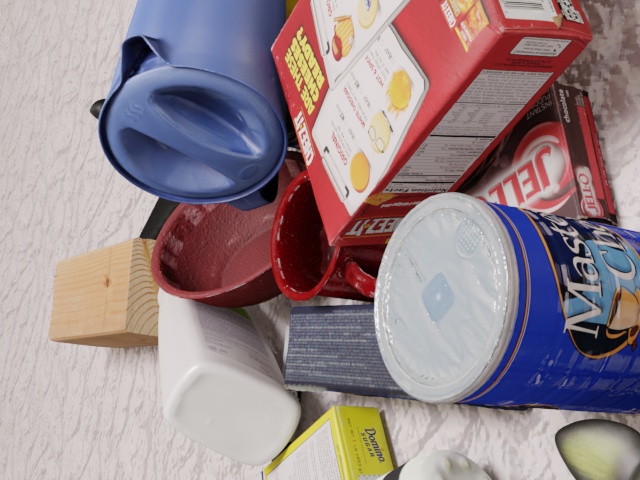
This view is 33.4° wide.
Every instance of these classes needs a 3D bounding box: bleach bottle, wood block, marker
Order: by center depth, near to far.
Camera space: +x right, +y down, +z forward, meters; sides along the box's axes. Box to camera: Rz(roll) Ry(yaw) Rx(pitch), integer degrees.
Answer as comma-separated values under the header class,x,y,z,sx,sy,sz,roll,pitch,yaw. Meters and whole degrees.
class,x,y,z,sx,sy,sz,roll,pitch,yaw
marker,-0.025,0.129,0.861,0.020,0.020,0.121,1,83,58
bleach bottle,-0.085,0.083,0.888,0.068,0.102,0.251,-56,19,12
wood block,-0.195,0.058,1.080,0.207,0.090,0.091,-12,72,56

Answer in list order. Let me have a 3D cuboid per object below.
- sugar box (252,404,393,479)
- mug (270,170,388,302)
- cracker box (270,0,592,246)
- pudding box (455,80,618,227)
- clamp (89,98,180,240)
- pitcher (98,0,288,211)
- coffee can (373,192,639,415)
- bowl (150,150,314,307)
class,x,y,z,sx,sy,sz,roll,pitch,yaw
sugar box,-0.008,0.203,0.793,0.176,0.048,0.093,-50,42,45
mug,0.027,0.007,0.751,0.117,0.081,0.093,47,122,52
cracker box,0.056,-0.119,0.648,0.214,0.072,0.164,-52,46,50
pudding box,0.121,-0.032,0.652,0.114,0.039,0.090,-34,55,49
clamp,-0.141,-0.076,1.025,0.210,0.036,0.164,-12,103,45
pitcher,-0.082,-0.149,0.826,0.149,0.145,0.242,116,163,-47
coffee can,0.114,0.036,0.552,0.103,0.140,0.103,-20,65,54
bowl,-0.056,0.001,0.866,0.162,0.055,0.162,-22,37,18
